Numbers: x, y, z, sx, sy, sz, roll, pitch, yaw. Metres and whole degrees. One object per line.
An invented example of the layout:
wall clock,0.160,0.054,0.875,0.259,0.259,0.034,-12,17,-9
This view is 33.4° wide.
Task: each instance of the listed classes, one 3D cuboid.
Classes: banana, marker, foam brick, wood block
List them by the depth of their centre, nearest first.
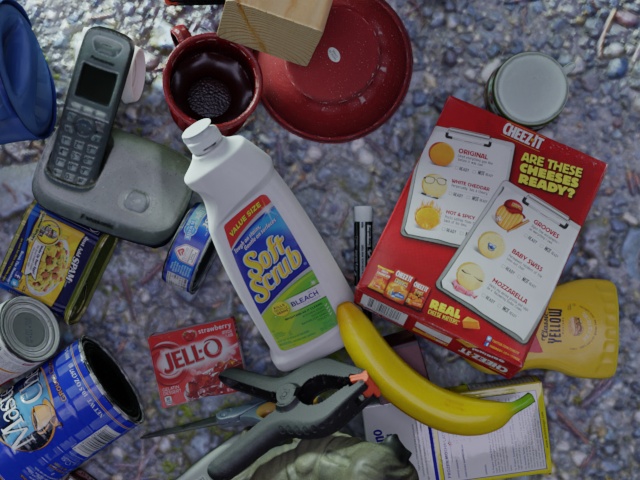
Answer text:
wood block,-0.020,-0.278,0.966,0.090,0.091,0.206,17,78,-7
banana,0.092,0.127,0.972,0.198,0.037,0.069,27,84,1
foam brick,0.073,0.121,1.029,0.053,0.078,0.051,-16,93,2
marker,0.042,0.026,1.056,0.020,0.020,0.121,0,92,1

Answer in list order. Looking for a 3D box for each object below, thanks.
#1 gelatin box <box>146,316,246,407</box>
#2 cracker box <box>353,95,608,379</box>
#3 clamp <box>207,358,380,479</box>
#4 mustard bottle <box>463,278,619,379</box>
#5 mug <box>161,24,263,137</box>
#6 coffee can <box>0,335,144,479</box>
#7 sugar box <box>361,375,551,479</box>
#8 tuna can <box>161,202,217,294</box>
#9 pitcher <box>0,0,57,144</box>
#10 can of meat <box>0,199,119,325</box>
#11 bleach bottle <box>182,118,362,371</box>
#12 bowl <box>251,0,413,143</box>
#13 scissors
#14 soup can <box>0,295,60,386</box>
gelatin box,-0.121,0.120,1.058,0.089,0.030,0.073,-12,91,2
cracker box,0.148,-0.003,0.993,0.164,0.072,0.213,25,73,6
clamp,-0.030,0.145,0.980,0.171,0.039,0.120,-23,47,12
mustard bottle,0.188,0.082,1.034,0.191,0.058,0.096,2,83,2
mug,-0.111,-0.151,1.018,0.093,0.081,0.117,-32,88,-11
coffee can,-0.256,0.172,1.027,0.140,0.103,0.103,-35,90,2
sugar box,0.133,0.191,1.046,0.176,0.048,0.093,-8,92,5
tuna can,-0.120,0.007,1.027,0.034,0.086,0.086,25,92,2
pitcher,-0.384,-0.132,0.999,0.243,0.149,0.145,-12,79,7
can of meat,-0.258,0.019,1.046,0.084,0.057,0.102,26,92,2
bleach bottle,-0.056,0.001,0.979,0.103,0.068,0.250,-25,118,12
bowl,0.011,-0.176,1.034,0.162,0.055,0.162,0,92,1
scissors,-0.077,0.163,1.057,0.202,0.096,0.016,-9,115,31
soup can,-0.306,0.102,1.022,0.102,0.068,0.068,-29,91,34
